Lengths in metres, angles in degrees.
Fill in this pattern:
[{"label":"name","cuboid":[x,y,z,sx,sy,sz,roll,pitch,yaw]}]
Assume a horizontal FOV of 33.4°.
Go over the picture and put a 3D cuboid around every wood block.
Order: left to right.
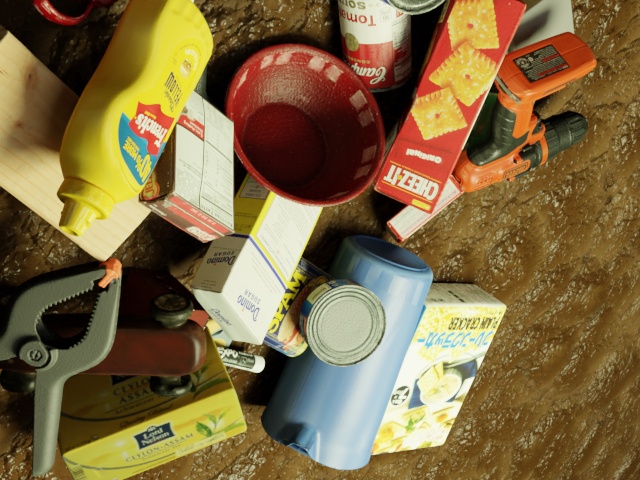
[{"label":"wood block","cuboid":[-0.224,-0.082,0.838,0.090,0.091,0.206,-48,139,-4]}]

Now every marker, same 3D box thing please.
[{"label":"marker","cuboid":[-0.105,0.120,1.119,0.120,0.020,0.020,21,103,-48]}]

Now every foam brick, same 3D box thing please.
[{"label":"foam brick","cuboid":[-0.152,0.068,1.020,0.052,0.078,0.051,10,110,-48]}]

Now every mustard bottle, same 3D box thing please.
[{"label":"mustard bottle","cuboid":[-0.144,-0.090,0.791,0.096,0.058,0.191,73,38,-65]}]

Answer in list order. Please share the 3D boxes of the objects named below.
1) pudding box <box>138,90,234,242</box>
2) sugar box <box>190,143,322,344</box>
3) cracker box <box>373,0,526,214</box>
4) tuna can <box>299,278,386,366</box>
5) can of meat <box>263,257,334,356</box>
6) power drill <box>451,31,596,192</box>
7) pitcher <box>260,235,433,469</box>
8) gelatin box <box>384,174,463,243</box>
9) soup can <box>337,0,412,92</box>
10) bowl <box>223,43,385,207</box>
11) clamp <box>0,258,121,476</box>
[{"label":"pudding box","cuboid":[-0.109,-0.066,0.881,0.090,0.039,0.113,37,46,-54]},{"label":"sugar box","cuboid":[-0.057,0.001,1.028,0.176,0.048,0.093,-63,144,-27]},{"label":"cracker box","cuboid":[0.124,-0.151,1.056,0.164,0.072,0.214,-67,180,-74]},{"label":"tuna can","cuboid":[0.022,0.083,1.089,0.086,0.034,0.086,-4,103,-17]},{"label":"can of meat","cuboid":[-0.040,0.062,1.111,0.083,0.058,0.102,35,84,-46]},{"label":"power drill","cuboid":[0.237,-0.140,1.170,0.184,0.057,0.188,-25,152,-20]},{"label":"pitcher","cuboid":[0.036,0.120,1.202,0.144,0.149,0.243,13,106,-30]},{"label":"gelatin box","cuboid":[0.113,-0.036,1.184,0.089,0.030,0.073,-40,178,0]},{"label":"soup can","cuboid":[0.052,-0.202,1.017,0.068,0.069,0.102,-28,133,-25]},{"label":"bowl","cuboid":[-0.022,-0.100,0.995,0.161,0.162,0.055,-21,172,-30]},{"label":"clamp","cuboid":[-0.250,0.088,0.906,0.164,0.036,0.210,34,105,-16]}]
